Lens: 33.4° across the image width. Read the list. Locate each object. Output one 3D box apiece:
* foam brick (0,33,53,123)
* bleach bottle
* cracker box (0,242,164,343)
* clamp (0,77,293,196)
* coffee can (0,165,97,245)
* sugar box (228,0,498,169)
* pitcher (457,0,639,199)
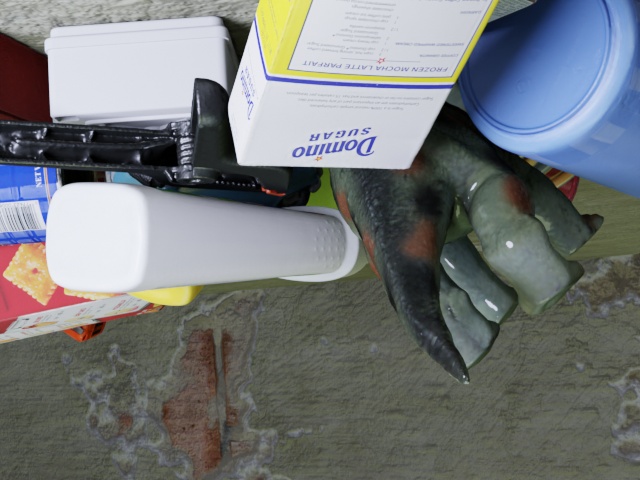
[{"bbox_3d":[-0.207,-0.094,0.657,0.053,0.051,0.078,-6,173,16],"label":"foam brick"},{"bbox_3d":[-0.055,0.001,0.734,0.103,0.068,0.250,2,180,41],"label":"bleach bottle"},{"bbox_3d":[-0.236,0.039,0.939,0.213,0.072,0.164,-11,171,-18],"label":"cracker box"},{"bbox_3d":[-0.071,-0.054,0.629,0.165,0.036,0.209,-6,172,36],"label":"clamp"},{"bbox_3d":[-0.256,-0.046,0.831,0.140,0.103,0.103,-4,174,4],"label":"coffee can"},{"bbox_3d":[0.022,-0.100,0.463,0.093,0.048,0.176,0,149,-19],"label":"sugar box"},{"bbox_3d":[0.200,-0.083,0.629,0.149,0.145,0.242,-22,161,41],"label":"pitcher"}]
